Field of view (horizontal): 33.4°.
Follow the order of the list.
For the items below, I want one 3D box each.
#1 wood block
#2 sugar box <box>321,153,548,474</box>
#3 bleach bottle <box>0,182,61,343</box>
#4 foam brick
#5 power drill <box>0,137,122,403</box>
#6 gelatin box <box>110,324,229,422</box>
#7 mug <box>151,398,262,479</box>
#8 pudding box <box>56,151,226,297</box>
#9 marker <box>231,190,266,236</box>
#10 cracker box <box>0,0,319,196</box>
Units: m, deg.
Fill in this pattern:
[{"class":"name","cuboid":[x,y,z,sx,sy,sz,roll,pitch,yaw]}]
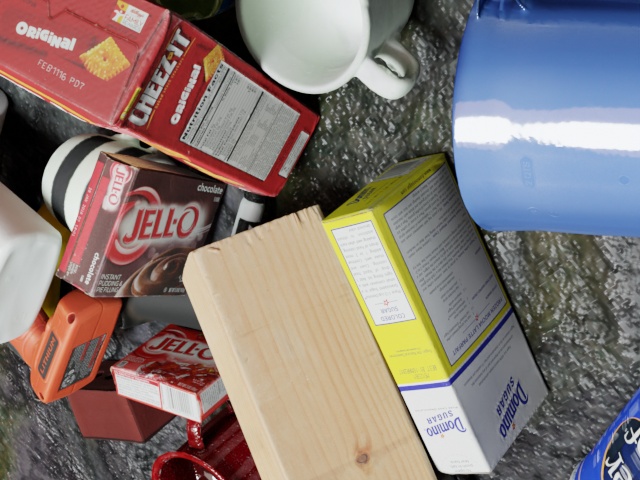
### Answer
[{"class":"wood block","cuboid":[-0.008,0.095,0.682,0.090,0.090,0.206,126,122,-73]},{"class":"sugar box","cuboid":[0.073,0.044,0.650,0.048,0.093,0.176,-11,108,41]},{"class":"bleach bottle","cuboid":[-0.304,-0.033,0.801,0.251,0.067,0.103,36,114,24]},{"class":"foam brick","cuboid":[-0.168,0.136,0.912,0.078,0.052,0.051,-4,113,37]},{"class":"power drill","cuboid":[-0.242,0.022,0.846,0.188,0.057,0.185,40,127,21]},{"class":"gelatin box","cuboid":[-0.106,0.100,0.830,0.089,0.073,0.030,12,121,32]},{"class":"mug","cuboid":[-0.076,0.174,0.845,0.093,0.081,0.117,3,117,36]},{"class":"pudding box","cuboid":[-0.120,-0.009,0.731,0.039,0.113,0.090,26,99,23]},{"class":"marker","cuboid":[-0.055,0.001,0.747,0.020,0.020,0.121,25,110,23]},{"class":"cracker box","cuboid":[-0.116,-0.101,0.628,0.164,0.213,0.072,28,93,21]}]
